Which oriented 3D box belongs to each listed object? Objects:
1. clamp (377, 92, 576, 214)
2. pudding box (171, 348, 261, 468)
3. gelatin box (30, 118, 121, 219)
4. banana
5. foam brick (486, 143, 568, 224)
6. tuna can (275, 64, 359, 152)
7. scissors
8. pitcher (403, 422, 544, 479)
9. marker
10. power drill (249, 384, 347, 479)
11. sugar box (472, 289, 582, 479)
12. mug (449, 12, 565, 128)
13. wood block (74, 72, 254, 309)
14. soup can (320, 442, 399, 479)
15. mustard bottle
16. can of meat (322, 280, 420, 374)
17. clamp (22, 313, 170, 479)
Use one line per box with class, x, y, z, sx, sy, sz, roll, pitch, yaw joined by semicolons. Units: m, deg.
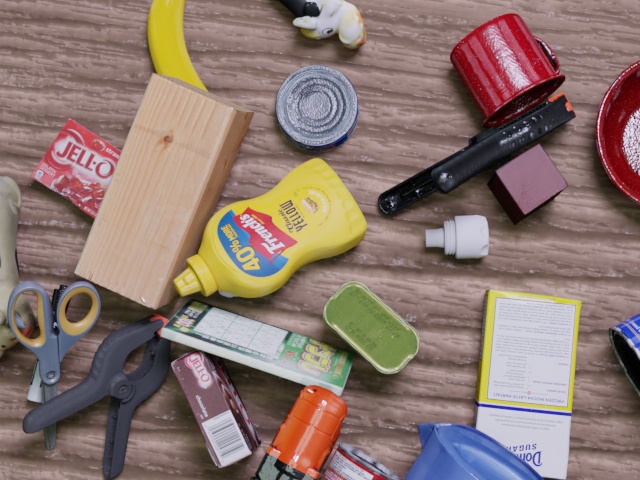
clamp;0.157;-0.085;1.045;0.209;0.165;0.036;-30;93;-23
pudding box;-0.100;0.160;1.041;0.039;0.090;0.113;-24;85;2
gelatin box;-0.240;-0.072;1.098;0.089;0.030;0.073;33;87;5
banana;-0.137;-0.183;1.098;0.069;0.037;0.198;-15;85;2
foam brick;0.203;-0.054;1.049;0.053;0.078;0.051;-33;83;0
tuna can;-0.003;-0.135;1.088;0.086;0.034;0.086;0;85;3
scissors;-0.248;0.117;1.045;0.096;0.016;0.202;-21;127;-17
pitcher;0.108;0.302;0.974;0.145;0.149;0.243;28;103;-14
marker;-0.276;0.105;1.090;0.020;0.020;0.121;13;86;4
power drill;-0.031;0.219;0.984;0.057;0.187;0.184;29;86;3
sugar box;0.201;0.140;1.050;0.093;0.048;0.176;6;89;4
mug;0.190;-0.174;1.061;0.117;0.093;0.081;-23;78;-30
wood block;-0.151;-0.048;1.043;0.091;0.090;0.206;24;98;5
soup can;0.023;0.258;1.037;0.068;0.068;0.102;30;88;5
mustard bottle;-0.057;0.001;1.044;0.191;0.058;0.096;-29;74;-15
can of meat;0.050;0.085;1.042;0.102;0.084;0.057;42;88;5
clamp;-0.200;0.154;1.062;0.171;0.039;0.120;-47;129;-13
